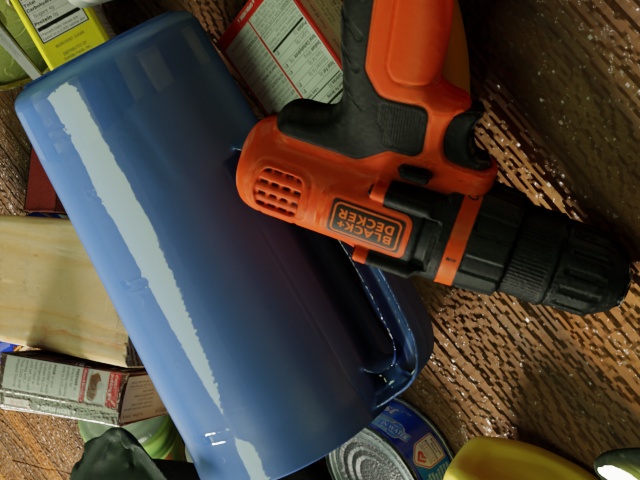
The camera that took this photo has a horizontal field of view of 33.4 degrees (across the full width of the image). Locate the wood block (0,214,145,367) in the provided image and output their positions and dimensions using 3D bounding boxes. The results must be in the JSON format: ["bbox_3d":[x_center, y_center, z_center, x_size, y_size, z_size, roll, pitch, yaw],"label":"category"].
[{"bbox_3d":[-0.161,0.031,0.738,0.207,0.090,0.090,4,88,41],"label":"wood block"}]

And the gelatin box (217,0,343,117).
[{"bbox_3d":[-0.006,-0.092,0.561,0.089,0.030,0.073,55,144,3],"label":"gelatin box"}]

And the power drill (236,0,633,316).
[{"bbox_3d":[0.064,-0.062,0.443,0.184,0.057,0.188,18,125,6],"label":"power drill"}]

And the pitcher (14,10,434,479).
[{"bbox_3d":[-0.054,0.001,0.581,0.243,0.149,0.145,62,174,-13],"label":"pitcher"}]

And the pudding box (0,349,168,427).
[{"bbox_3d":[-0.151,0.096,0.718,0.090,0.113,0.039,6,90,13],"label":"pudding box"}]

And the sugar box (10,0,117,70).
[{"bbox_3d":[-0.164,-0.148,0.654,0.176,0.048,0.093,58,177,-10],"label":"sugar box"}]

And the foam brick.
[{"bbox_3d":[-0.153,-0.041,0.721,0.053,0.078,0.051,2,87,52],"label":"foam brick"}]

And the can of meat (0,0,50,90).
[{"bbox_3d":[-0.229,-0.173,0.753,0.084,0.057,0.102,48,142,22],"label":"can of meat"}]

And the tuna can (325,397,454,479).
[{"bbox_3d":[0.043,0.140,0.657,0.086,0.033,0.086,30,134,36],"label":"tuna can"}]
